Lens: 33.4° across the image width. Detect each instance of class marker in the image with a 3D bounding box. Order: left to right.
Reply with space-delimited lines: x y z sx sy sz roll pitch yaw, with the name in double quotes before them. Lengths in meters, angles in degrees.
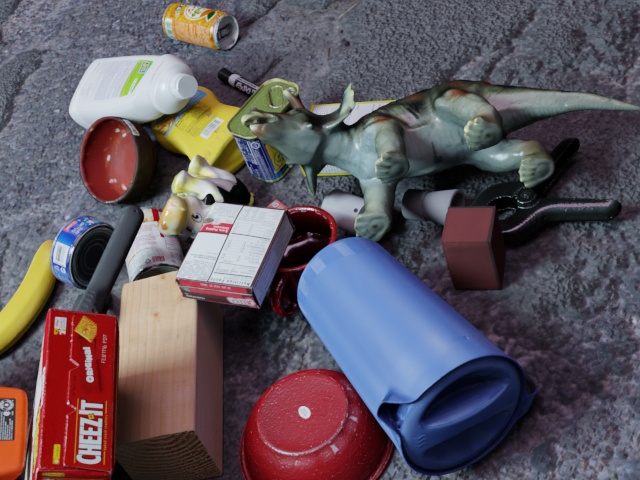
"marker" -0.099 -0.208 1.446 0.020 0.020 0.121 -43 49 -18

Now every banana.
"banana" -0.365 0.077 1.280 0.070 0.037 0.197 17 58 31

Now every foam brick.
"foam brick" 0.161 0.008 1.116 0.051 0.078 0.053 -1 47 20

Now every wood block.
"wood block" -0.156 0.140 1.108 0.090 0.091 0.206 -13 47 9

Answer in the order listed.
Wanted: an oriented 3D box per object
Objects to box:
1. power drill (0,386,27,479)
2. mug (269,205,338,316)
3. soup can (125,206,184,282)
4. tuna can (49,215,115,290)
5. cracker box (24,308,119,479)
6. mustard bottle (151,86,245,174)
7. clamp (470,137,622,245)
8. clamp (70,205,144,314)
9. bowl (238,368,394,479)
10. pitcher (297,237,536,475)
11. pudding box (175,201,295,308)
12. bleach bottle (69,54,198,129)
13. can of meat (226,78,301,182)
"power drill" -0.313 0.245 1.015 0.057 0.188 0.184 2 43 -19
"mug" -0.021 0.031 1.160 0.093 0.081 0.117 8 53 26
"soup can" -0.195 0.018 1.247 0.068 0.068 0.102 -22 46 1
"tuna can" -0.278 0.015 1.269 0.034 0.086 0.086 20 59 32
"cracker box" -0.235 0.192 1.000 0.072 0.214 0.164 6 50 -16
"mustard bottle" -0.166 -0.153 1.395 0.192 0.058 0.096 33 77 39
"clamp" 0.235 -0.036 1.154 0.171 0.039 0.120 -32 42 0
"clamp" -0.245 0.068 1.147 0.036 0.165 0.210 23 37 -8
"bowl" -0.011 0.182 1.041 0.162 0.055 0.162 -10 48 11
"pitcher" 0.084 0.100 1.029 0.145 0.149 0.243 -38 42 -4
"pudding box" -0.088 0.014 1.113 0.090 0.039 0.113 8 53 21
"bleach bottle" -0.235 -0.189 1.378 0.251 0.068 0.102 10 74 54
"can of meat" -0.059 -0.135 1.321 0.058 0.084 0.102 20 60 34
